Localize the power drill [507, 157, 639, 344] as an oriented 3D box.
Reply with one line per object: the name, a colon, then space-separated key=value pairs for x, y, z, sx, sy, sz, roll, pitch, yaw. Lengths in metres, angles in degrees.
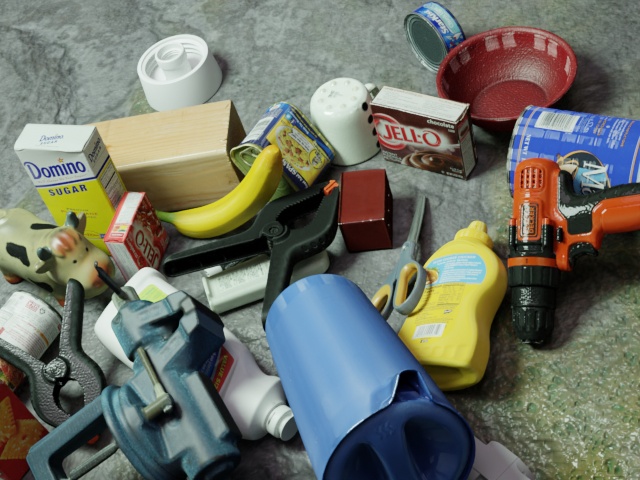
power drill: x=0.269 y=0.008 z=1.013 sx=0.188 sy=0.057 sz=0.184 roll=-2 pitch=81 yaw=27

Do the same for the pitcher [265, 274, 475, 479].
pitcher: x=0.028 y=0.141 z=0.959 sx=0.149 sy=0.145 sz=0.243 roll=-41 pitch=32 yaw=6

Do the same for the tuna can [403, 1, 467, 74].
tuna can: x=0.142 y=-0.249 z=1.310 sx=0.033 sy=0.086 sz=0.086 roll=-35 pitch=49 yaw=-15

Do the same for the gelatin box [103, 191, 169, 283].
gelatin box: x=-0.206 y=0.000 z=1.209 sx=0.030 sy=0.089 sz=0.073 roll=3 pitch=52 yaw=19

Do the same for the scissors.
scissors: x=0.082 y=0.028 z=1.131 sx=0.096 sy=0.016 sz=0.201 roll=-46 pitch=17 yaw=23

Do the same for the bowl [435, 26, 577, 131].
bowl: x=0.218 y=-0.178 z=1.243 sx=0.162 sy=0.055 sz=0.162 roll=-10 pitch=48 yaw=11

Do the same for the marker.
marker: x=-0.078 y=0.005 z=1.209 sx=0.121 sy=0.020 sz=0.020 roll=-37 pitch=49 yaw=-14

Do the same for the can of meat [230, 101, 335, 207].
can of meat: x=-0.041 y=-0.098 z=1.231 sx=0.058 sy=0.102 sz=0.083 roll=-13 pitch=36 yaw=51

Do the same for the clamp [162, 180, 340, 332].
clamp: x=-0.058 y=0.001 z=1.151 sx=0.165 sy=0.036 sz=0.209 roll=20 pitch=51 yaw=30

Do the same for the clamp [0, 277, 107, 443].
clamp: x=-0.265 y=0.126 z=1.108 sx=0.120 sy=0.039 sz=0.171 roll=-38 pitch=79 yaw=0

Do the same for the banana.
banana: x=-0.101 y=-0.045 z=1.204 sx=0.198 sy=0.069 sz=0.037 roll=-28 pitch=53 yaw=33

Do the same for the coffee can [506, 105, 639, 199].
coffee can: x=0.277 y=-0.081 z=1.107 sx=0.140 sy=0.103 sz=0.102 roll=12 pitch=55 yaw=27

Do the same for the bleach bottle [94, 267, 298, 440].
bleach bottle: x=-0.116 y=0.124 z=1.090 sx=0.251 sy=0.068 sz=0.102 roll=28 pitch=70 yaw=33

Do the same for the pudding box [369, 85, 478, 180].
pudding box: x=0.117 y=-0.122 z=1.206 sx=0.114 sy=0.090 sz=0.039 roll=15 pitch=56 yaw=28

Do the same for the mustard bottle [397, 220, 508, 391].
mustard bottle: x=0.136 y=0.057 z=1.063 sx=0.096 sy=0.058 sz=0.191 roll=-11 pitch=44 yaw=39

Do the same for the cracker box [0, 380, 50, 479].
cracker box: x=-0.384 y=0.138 z=1.065 sx=0.164 sy=0.213 sz=0.072 roll=19 pitch=59 yaw=31

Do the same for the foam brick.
foam brick: x=0.051 y=-0.033 z=1.177 sx=0.051 sy=0.053 sz=0.078 roll=-7 pitch=50 yaw=13

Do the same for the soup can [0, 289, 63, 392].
soup can: x=-0.337 y=0.113 z=1.170 sx=0.069 sy=0.068 sz=0.102 roll=15 pitch=56 yaw=29

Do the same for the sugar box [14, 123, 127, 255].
sugar box: x=-0.271 y=-0.054 z=1.219 sx=0.093 sy=0.176 sz=0.048 roll=4 pitch=52 yaw=21

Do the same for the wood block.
wood block: x=-0.195 y=-0.094 z=1.287 sx=0.206 sy=0.090 sz=0.091 roll=-8 pitch=50 yaw=12
